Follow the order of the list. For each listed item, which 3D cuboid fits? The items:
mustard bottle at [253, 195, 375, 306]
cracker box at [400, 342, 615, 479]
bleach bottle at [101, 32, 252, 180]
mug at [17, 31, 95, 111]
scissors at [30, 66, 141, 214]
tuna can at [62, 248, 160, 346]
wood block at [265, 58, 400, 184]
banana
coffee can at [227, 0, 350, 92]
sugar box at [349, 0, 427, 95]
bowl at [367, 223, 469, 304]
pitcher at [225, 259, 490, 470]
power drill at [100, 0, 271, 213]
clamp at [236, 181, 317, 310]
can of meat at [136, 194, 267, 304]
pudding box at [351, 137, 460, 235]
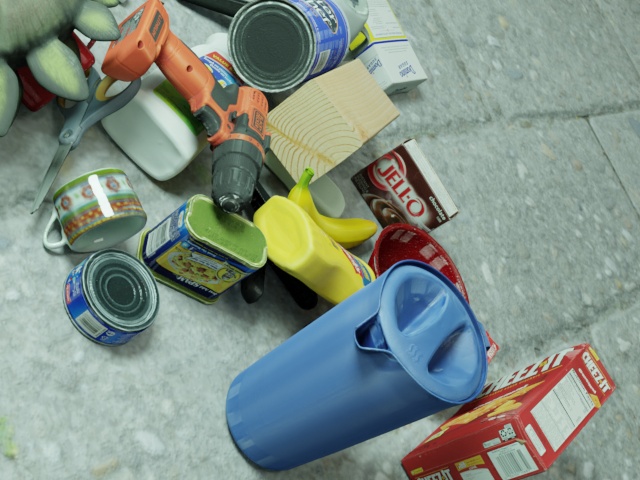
[{"bbox_3d":[0.009,0.029,1.131,0.191,0.058,0.096,40,9,-49],"label":"mustard bottle"},{"bbox_3d":[0.212,0.204,1.193,0.213,0.164,0.072,-28,88,-52],"label":"cracker box"},{"bbox_3d":[-0.137,-0.169,1.168,0.102,0.068,0.250,48,37,-14],"label":"bleach bottle"},{"bbox_3d":[-0.261,-0.185,1.016,0.117,0.093,0.081,-46,107,-21],"label":"mug"},{"bbox_3d":[-0.219,-0.106,1.010,0.202,0.096,0.016,-95,167,-45],"label":"scissors"},{"bbox_3d":[-0.190,0.051,0.978,0.086,0.034,0.086,26,47,-33],"label":"tuna can"},{"bbox_3d":[0.013,-0.140,1.240,0.091,0.090,0.205,53,22,-4],"label":"wood block"},{"bbox_3d":[0.007,-0.020,1.202,0.037,0.070,0.197,58,11,26],"label":"banana"},{"bbox_3d":[-0.033,-0.227,1.207,0.103,0.103,0.140,55,22,-3],"label":"coffee can"},{"bbox_3d":[0.074,-0.289,1.490,0.093,0.048,0.176,-17,80,-51],"label":"sugar box"},{"bbox_3d":[0.105,0.063,1.266,0.161,0.055,0.162,26,47,-33],"label":"bowl"},{"bbox_3d":[0.032,0.127,0.990,0.149,0.243,0.145,44,40,-16],"label":"pitcher"},{"bbox_3d":[-0.125,-0.131,1.036,0.187,0.057,0.184,45,27,-29],"label":"power drill"},{"bbox_3d":[-0.058,0.001,1.152,0.120,0.039,0.171,30,41,-54],"label":"clamp"},{"bbox_3d":[-0.115,0.009,1.047,0.102,0.084,0.057,29,46,-30],"label":"can of meat"},{"bbox_3d":[0.105,-0.057,1.323,0.113,0.090,0.039,56,38,-1],"label":"pudding box"}]
